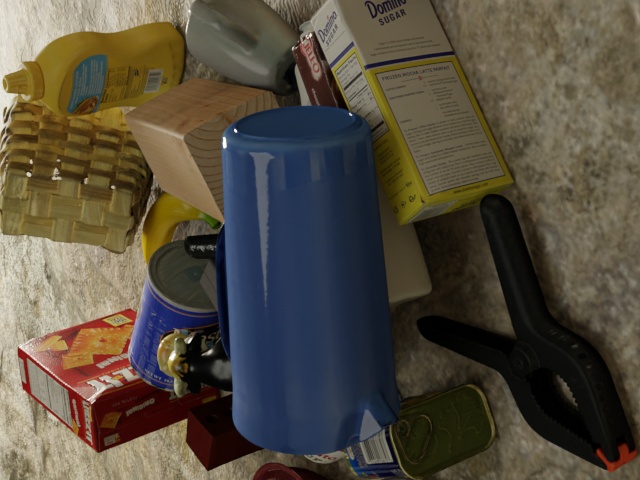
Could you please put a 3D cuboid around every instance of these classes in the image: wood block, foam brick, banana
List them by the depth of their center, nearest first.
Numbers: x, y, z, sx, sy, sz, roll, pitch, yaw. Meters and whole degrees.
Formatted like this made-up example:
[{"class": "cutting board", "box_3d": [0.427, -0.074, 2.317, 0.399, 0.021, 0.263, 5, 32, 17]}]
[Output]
[{"class": "wood block", "box_3d": [-0.103, -0.090, 1.001, 0.206, 0.090, 0.091, 25, 142, 63]}, {"class": "foam brick", "box_3d": [-0.103, 0.208, 1.179, 0.053, 0.078, 0.051, 41, 135, 39]}, {"class": "banana", "box_3d": [-0.173, -0.015, 1.219, 0.198, 0.037, 0.069, -33, 76, 59]}]

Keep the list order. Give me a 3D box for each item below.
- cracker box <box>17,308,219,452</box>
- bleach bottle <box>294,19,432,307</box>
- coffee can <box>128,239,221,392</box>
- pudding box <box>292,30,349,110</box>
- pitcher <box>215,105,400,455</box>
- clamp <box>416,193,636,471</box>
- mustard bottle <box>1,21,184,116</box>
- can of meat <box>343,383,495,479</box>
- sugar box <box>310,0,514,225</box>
[{"class": "cracker box", "box_3d": [-0.246, 0.160, 1.286, 0.214, 0.163, 0.072, 20, 121, 50]}, {"class": "bleach bottle", "box_3d": [0.024, -0.065, 0.914, 0.103, 0.068, 0.251, 150, 107, -67]}, {"class": "coffee can", "box_3d": [-0.151, 0.084, 1.177, 0.103, 0.102, 0.140, 51, 139, 30]}, {"class": "pudding box", "box_3d": [0.038, -0.116, 0.851, 0.039, 0.089, 0.113, -25, 83, 57]}, {"class": "pitcher", "box_3d": [-0.018, 0.025, 0.809, 0.145, 0.149, 0.243, -81, -12, -68]}, {"class": "clamp", "box_3d": [0.155, 0.089, 0.810, 0.210, 0.036, 0.165, 56, 146, 21]}, {"class": "mustard bottle", "box_3d": [-0.241, -0.176, 1.125, 0.058, 0.191, 0.096, 54, 140, 27]}, {"class": "can of meat", "box_3d": [0.079, 0.161, 0.889, 0.084, 0.101, 0.057, -24, 84, 57]}, {"class": "sugar box", "box_3d": [0.068, -0.106, 0.810, 0.048, 0.093, 0.176, -41, 68, 52]}]
